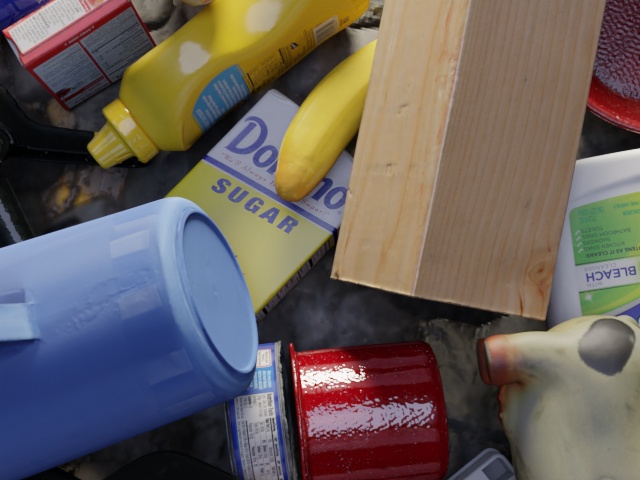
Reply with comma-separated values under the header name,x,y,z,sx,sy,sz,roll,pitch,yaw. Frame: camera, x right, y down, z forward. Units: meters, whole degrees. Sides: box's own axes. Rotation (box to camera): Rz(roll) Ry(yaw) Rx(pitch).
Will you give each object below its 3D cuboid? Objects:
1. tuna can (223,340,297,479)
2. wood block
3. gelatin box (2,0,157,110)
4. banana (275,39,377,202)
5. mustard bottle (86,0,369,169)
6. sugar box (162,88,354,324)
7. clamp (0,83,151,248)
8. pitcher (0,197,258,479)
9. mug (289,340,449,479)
name,x,y,z,sx,sy,sz,roll,pitch,yaw
tuna can,-0.034,0.102,0.612,0.033,0.086,0.086,-6,81,0
wood block,0.082,-0.069,0.586,0.090,0.090,0.206,11,89,-28
gelatin box,-0.144,-0.121,0.653,0.073,0.089,0.030,-33,79,-3
banana,0.045,-0.090,0.638,0.197,0.037,0.070,-27,69,-21
mustard bottle,-0.060,-0.108,0.642,0.191,0.096,0.058,-39,85,-3
sugar box,-0.054,0.001,0.651,0.093,0.048,0.176,42,87,9
clamp,-0.196,-0.042,0.632,0.171,0.039,0.120,26,61,-16
pitcher,-0.164,0.062,0.556,0.243,0.149,0.145,-19,117,13
mug,0.028,0.112,0.613,0.081,0.093,0.117,-6,112,-3
